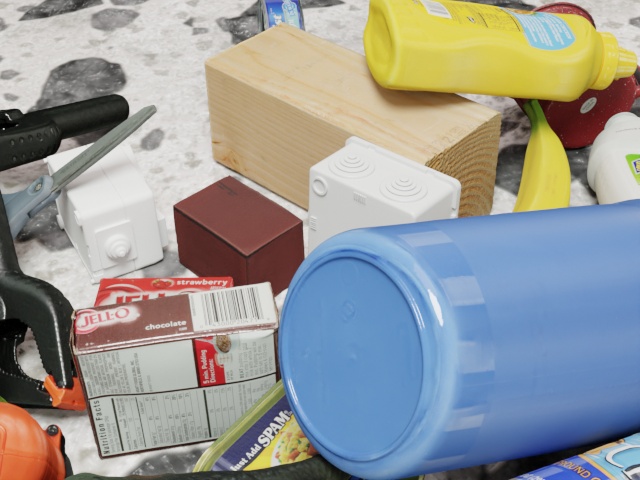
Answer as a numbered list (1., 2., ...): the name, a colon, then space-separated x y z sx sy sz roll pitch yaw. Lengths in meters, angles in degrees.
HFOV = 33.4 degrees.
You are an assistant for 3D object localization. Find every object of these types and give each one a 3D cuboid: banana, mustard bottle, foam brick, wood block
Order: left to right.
1. foam brick: -0.055 0.001 0.724 0.052 0.051 0.078 -32 48 -32
2. wood block: 0.020 -0.076 0.783 0.206 0.091 0.090 29 48 33
3. mustard bottle: 0.131 -0.132 0.745 0.191 0.058 0.096 3 29 -13
4. banana: 0.134 -0.014 0.728 0.069 0.037 0.197 39 48 -11

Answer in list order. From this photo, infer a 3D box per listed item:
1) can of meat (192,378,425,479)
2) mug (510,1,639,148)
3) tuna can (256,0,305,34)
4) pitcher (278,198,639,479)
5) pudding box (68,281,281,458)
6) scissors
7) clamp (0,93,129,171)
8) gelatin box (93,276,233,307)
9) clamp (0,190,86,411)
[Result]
1. can of meat: -0.004 0.126 0.564 0.084 0.057 0.101 27 48 28
2. mug: 0.205 -0.127 0.843 0.117 0.093 0.081 -3 42 -21
3. tuna can: -0.032 -0.164 0.898 0.033 0.086 0.086 -6 39 -6
4. pitcher: 0.093 0.047 0.537 0.242 0.149 0.145 -2 45 -42
5. pudding box: -0.078 0.075 0.604 0.113 0.090 0.039 -6 41 -6
6. scissors: -0.198 -0.037 0.725 0.202 0.016 0.096 -45 42 1
7. clamp: -0.246 -0.080 0.802 0.164 0.036 0.210 -3 16 5
8. gelatin box: -0.102 0.056 0.675 0.089 0.030 0.073 0 39 3
9. clamp: -0.196 0.037 0.657 0.172 0.120 0.039 29 7 26
